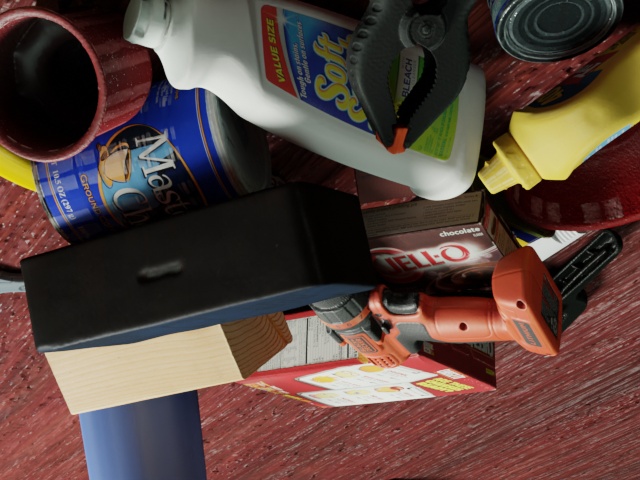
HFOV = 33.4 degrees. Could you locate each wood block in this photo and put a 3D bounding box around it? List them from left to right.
[{"bbox_3d":[-0.142,0.084,0.960,0.206,0.091,0.090,-16,-171,32],"label":"wood block"}]

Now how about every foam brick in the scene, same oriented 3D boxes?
[{"bbox_3d":[0.063,-0.067,0.825,0.078,0.051,0.053,-7,149,3],"label":"foam brick"}]

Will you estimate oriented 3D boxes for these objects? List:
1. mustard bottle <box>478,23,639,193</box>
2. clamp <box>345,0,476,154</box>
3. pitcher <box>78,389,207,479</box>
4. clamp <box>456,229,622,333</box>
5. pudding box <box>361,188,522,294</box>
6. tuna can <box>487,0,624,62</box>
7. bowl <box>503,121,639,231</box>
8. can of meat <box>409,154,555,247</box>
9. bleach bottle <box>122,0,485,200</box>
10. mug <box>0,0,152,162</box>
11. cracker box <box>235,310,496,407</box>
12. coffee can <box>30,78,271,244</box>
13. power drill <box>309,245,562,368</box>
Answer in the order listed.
[{"bbox_3d":[0.188,-0.094,0.712,0.192,0.058,0.096,-37,-174,11],"label":"mustard bottle"},{"bbox_3d":[0.069,-0.138,0.653,0.120,0.039,0.171,-1,117,-7],"label":"clamp"},{"bbox_3d":[-0.176,0.231,1.113,0.149,0.243,0.145,2,149,-27],"label":"pitcher"},{"bbox_3d":[0.231,0.057,1.070,0.165,0.036,0.209,-25,155,11],"label":"clamp"},{"bbox_3d":[0.096,0.004,0.861,0.114,0.039,0.090,-11,143,28],"label":"pudding box"},{"bbox_3d":[0.155,-0.156,0.703,0.086,0.034,0.086,-4,150,-2],"label":"tuna can"},{"bbox_3d":[0.221,-0.071,0.839,0.162,0.055,0.162,-4,150,-2],"label":"bowl"},{"bbox_3d":[0.135,-0.020,0.914,0.101,0.057,0.084,19,145,-34],"label":"can of meat"},{"bbox_3d":[-0.009,-0.102,0.703,0.250,0.102,0.068,13,171,-29],"label":"bleach bottle"},{"bbox_3d":[-0.157,-0.115,0.665,0.093,0.081,0.117,6,109,15],"label":"mug"},{"bbox_3d":[0.045,0.114,1.076,0.214,0.072,0.164,-13,156,32],"label":"cracker box"},{"bbox_3d":[-0.118,-0.059,0.758,0.140,0.103,0.102,-14,149,15],"label":"coffee can"},{"bbox_3d":[0.085,0.046,0.841,0.188,0.057,0.184,-4,151,28],"label":"power drill"}]
